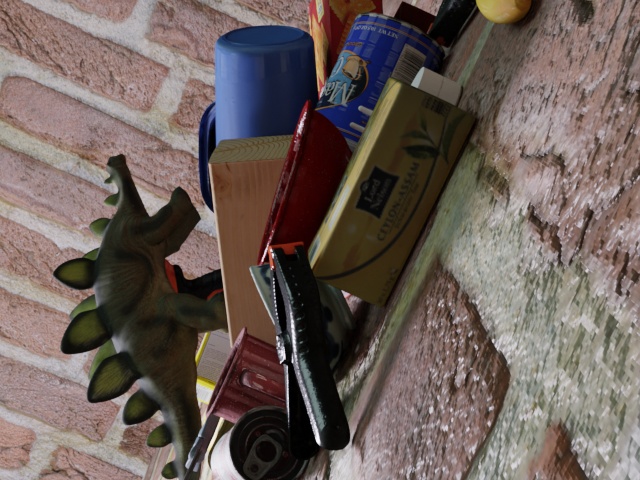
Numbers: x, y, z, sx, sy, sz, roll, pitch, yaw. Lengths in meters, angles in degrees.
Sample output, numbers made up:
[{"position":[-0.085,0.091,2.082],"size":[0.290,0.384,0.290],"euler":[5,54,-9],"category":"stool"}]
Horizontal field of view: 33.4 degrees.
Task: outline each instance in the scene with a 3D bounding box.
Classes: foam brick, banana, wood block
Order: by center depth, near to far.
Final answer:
[{"position":[0.152,-0.220,0.868],"size":[0.197,0.037,0.070],"euler":[-72,8,-46],"category":"banana"},{"position":[-0.058,0.001,1.128],"size":[0.090,0.091,0.206],"euler":[-82,-12,-69],"category":"wood block"},{"position":[0.105,-0.239,1.260],"size":[0.078,0.053,0.051],"euler":[-74,10,-57],"category":"foam brick"}]

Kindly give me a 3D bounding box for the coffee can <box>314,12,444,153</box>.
[{"position":[0.055,-0.149,1.108],"size":[0.103,0.102,0.140],"euler":[157,137,-81],"category":"coffee can"}]

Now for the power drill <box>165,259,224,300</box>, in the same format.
[{"position":[-0.136,0.093,1.368],"size":[0.057,0.187,0.184],"euler":[-115,18,-54],"category":"power drill"}]

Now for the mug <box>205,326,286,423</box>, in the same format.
[{"position":[-0.052,0.138,1.004],"size":[0.117,0.081,0.093],"euler":[137,157,-75],"category":"mug"}]

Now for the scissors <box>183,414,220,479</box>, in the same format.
[{"position":[-0.126,0.221,1.061],"size":[0.201,0.016,0.096],"euler":[-69,2,-64],"category":"scissors"}]

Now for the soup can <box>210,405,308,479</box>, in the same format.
[{"position":[-0.054,0.184,0.912],"size":[0.102,0.068,0.068],"euler":[127,166,-66],"category":"soup can"}]

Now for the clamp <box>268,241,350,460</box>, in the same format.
[{"position":[-0.015,0.090,0.826],"size":[0.120,0.039,0.171],"euler":[126,138,-60],"category":"clamp"}]

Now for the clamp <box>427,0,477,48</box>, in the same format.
[{"position":[0.158,-0.280,1.041],"size":[0.164,0.036,0.210],"euler":[-76,10,-63],"category":"clamp"}]

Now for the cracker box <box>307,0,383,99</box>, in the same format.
[{"position":[0.030,-0.191,1.248],"size":[0.164,0.072,0.214],"euler":[162,106,-82],"category":"cracker box"}]

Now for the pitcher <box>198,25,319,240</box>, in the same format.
[{"position":[-0.066,-0.114,1.203],"size":[0.145,0.149,0.243],"euler":[-105,12,-65],"category":"pitcher"}]

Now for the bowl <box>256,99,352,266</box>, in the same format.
[{"position":[-0.010,-0.044,0.974],"size":[0.162,0.055,0.162],"euler":[-165,91,-85],"category":"bowl"}]

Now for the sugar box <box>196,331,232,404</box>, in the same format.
[{"position":[-0.120,0.153,1.480],"size":[0.176,0.093,0.048],"euler":[-72,6,-50],"category":"sugar box"}]
